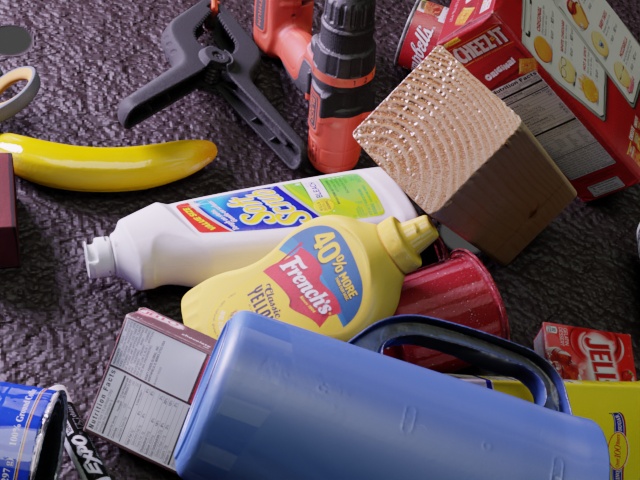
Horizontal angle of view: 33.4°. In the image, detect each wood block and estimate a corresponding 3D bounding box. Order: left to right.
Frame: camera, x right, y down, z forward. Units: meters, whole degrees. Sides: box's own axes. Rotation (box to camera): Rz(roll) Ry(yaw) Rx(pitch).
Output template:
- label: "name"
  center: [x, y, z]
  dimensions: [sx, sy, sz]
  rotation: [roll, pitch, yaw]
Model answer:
- label: "wood block"
  center: [0.118, -0.056, 0.819]
  dimensions: [0.091, 0.205, 0.090]
  rotation: [-46, 65, 8]

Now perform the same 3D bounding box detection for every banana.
- label: "banana"
  center: [-0.186, -0.069, 0.886]
  dimensions: [0.197, 0.037, 0.069]
  rotation: [6, 52, -6]

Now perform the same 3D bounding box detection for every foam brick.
- label: "foam brick"
  center: [-0.261, -0.022, 0.826]
  dimensions: [0.051, 0.053, 0.078]
  rotation: [-5, 52, -14]

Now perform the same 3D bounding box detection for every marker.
- label: "marker"
  center: [-0.159, 0.152, 0.730]
  dimensions: [0.020, 0.020, 0.121]
  rotation: [-21, 59, -25]

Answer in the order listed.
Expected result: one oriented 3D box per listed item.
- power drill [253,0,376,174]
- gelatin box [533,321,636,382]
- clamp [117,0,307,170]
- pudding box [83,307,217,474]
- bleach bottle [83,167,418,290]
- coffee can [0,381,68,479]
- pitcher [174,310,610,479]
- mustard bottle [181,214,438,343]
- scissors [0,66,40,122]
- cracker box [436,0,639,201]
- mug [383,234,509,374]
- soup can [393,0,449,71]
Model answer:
- label: "power drill"
  center: [-0.005, -0.177, 0.924]
  dimensions: [0.057, 0.184, 0.188]
  rotation: [-8, 45, -17]
- label: "gelatin box"
  center: [0.205, 0.109, 0.823]
  dimensions: [0.073, 0.030, 0.089]
  rotation: [9, 52, -4]
- label: "clamp"
  center: [-0.105, -0.150, 0.949]
  dimensions: [0.164, 0.036, 0.210]
  rotation: [8, 44, -25]
- label: "pudding box"
  center: [-0.095, 0.110, 0.731]
  dimensions: [0.113, 0.090, 0.039]
  rotation: [24, 9, 10]
- label: "bleach bottle"
  center: [-0.055, 0.001, 0.834]
  dimensions: [0.250, 0.068, 0.103]
  rotation: [-9, 36, -15]
- label: "coffee can"
  center: [-0.241, 0.134, 0.674]
  dimensions: [0.140, 0.103, 0.102]
  rotation: [9, 51, -3]
- label: "pitcher"
  center: [0.043, 0.124, 0.657]
  dimensions: [0.242, 0.145, 0.149]
  rotation: [22, 13, -5]
- label: "mustard bottle"
  center: [-0.002, 0.037, 0.759]
  dimensions: [0.192, 0.058, 0.096]
  rotation: [-30, 64, 13]
- label: "scissors"
  center: [-0.290, -0.081, 0.872]
  dimensions: [0.096, 0.016, 0.201]
  rotation: [-6, 49, 18]
- label: "cracker box"
  center: [0.207, -0.163, 0.947]
  dimensions: [0.213, 0.072, 0.164]
  rotation: [42, 47, -24]
- label: "mug"
  center: [0.080, 0.050, 0.800]
  dimensions: [0.081, 0.093, 0.117]
  rotation: [-18, 97, -17]
- label: "soup can"
  center: [0.129, -0.181, 1.013]
  dimensions: [0.102, 0.069, 0.068]
  rotation: [22, 52, 6]
